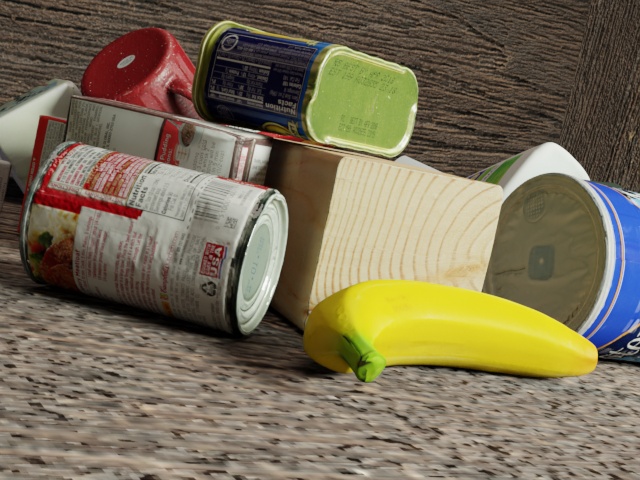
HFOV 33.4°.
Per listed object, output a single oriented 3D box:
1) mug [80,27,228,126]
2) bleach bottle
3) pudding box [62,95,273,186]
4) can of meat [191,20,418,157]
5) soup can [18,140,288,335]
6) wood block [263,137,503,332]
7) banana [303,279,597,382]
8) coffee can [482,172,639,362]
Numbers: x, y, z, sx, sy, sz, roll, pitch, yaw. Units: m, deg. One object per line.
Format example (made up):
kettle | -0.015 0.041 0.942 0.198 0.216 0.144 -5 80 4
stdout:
mug | -0.118 -0.102 0.800 0.117 0.093 0.081 19 -27 39
bleach bottle | 0.131 -0.016 0.961 0.068 0.102 0.251 44 -22 -12
pudding box | -0.089 -0.024 0.574 0.114 0.090 0.039 15 7 24
can of meat | -0.006 -0.083 0.596 0.084 0.057 0.101 18 8 37
soup can | -0.073 -0.001 0.480 0.102 0.068 0.068 14 5 13
wood block | 0.008 -0.006 0.610 0.090 0.090 0.206 10 6 -21
banana | 0.053 0.045 0.476 0.070 0.037 0.197 38 21 35
coffee can | 0.182 0.022 0.638 0.140 0.103 0.103 9 6 -30
